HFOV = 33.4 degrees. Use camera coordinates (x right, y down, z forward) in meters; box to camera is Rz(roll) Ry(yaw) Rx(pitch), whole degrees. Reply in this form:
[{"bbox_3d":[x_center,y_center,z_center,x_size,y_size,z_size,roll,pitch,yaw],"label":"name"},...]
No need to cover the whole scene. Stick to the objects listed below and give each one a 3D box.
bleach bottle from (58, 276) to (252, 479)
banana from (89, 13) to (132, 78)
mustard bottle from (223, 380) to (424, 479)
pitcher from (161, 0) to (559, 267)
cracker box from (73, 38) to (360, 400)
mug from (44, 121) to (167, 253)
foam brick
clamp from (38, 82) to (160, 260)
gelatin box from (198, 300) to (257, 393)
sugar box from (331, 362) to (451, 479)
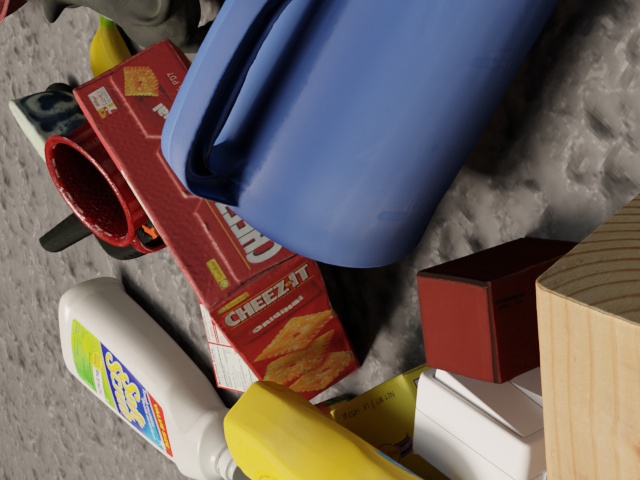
[{"bbox_3d":[-0.139,0.128,0.928,0.251,0.067,0.102,31,129,42],"label":"bleach bottle"},{"bbox_3d":[-0.136,-0.120,0.834,0.198,0.037,0.070,42,138,38],"label":"banana"},{"bbox_3d":[0.033,0.149,0.594,0.192,0.058,0.096,25,157,41],"label":"mustard bottle"},{"bbox_3d":[0.034,-0.110,0.484,0.149,0.145,0.243,-76,13,-51],"label":"pitcher"},{"bbox_3d":[-0.054,0.001,0.660,0.164,0.072,0.213,55,174,24],"label":"cracker box"},{"bbox_3d":[-0.133,-0.046,0.774,0.093,0.081,0.117,10,132,48],"label":"mug"},{"bbox_3d":[0.096,0.033,0.535,0.051,0.078,0.053,7,108,54],"label":"foam brick"},{"bbox_3d":[-0.196,-0.031,0.953,0.210,0.036,0.165,34,123,40],"label":"clamp"},{"bbox_3d":[-0.053,0.078,0.810,0.089,0.030,0.073,2,107,55],"label":"gelatin box"},{"bbox_3d":[0.078,0.167,0.648,0.093,0.048,0.176,-41,70,54],"label":"sugar box"}]
